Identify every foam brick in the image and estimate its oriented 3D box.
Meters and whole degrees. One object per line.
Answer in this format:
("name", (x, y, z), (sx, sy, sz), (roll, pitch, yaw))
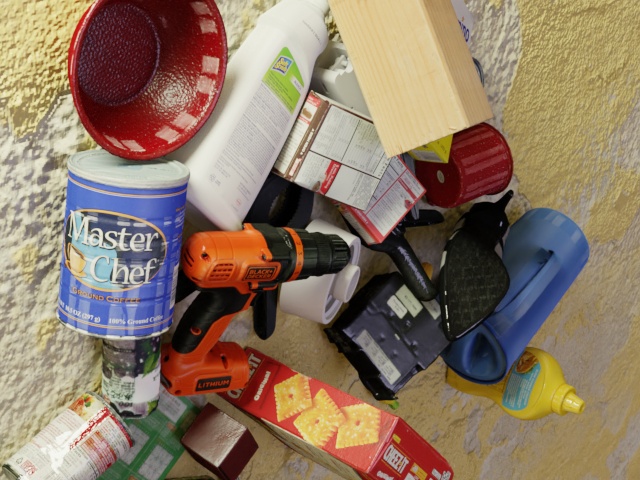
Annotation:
("foam brick", (-0.105, 0.212, 1.111), (0.051, 0.053, 0.078), (-53, 160, -18))

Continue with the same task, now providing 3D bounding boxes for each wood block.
("wood block", (0.081, -0.194, 1.028), (0.090, 0.091, 0.206), (-26, 96, -62))

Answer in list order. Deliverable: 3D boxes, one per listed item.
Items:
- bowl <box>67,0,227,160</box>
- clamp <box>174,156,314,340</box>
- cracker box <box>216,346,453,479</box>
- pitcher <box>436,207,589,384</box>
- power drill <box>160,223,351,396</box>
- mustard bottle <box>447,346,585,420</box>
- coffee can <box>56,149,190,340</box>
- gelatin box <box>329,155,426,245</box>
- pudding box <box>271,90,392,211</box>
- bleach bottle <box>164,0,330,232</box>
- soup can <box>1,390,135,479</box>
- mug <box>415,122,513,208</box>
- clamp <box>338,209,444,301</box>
("bowl", (-0.156, -0.151, 0.900), (0.161, 0.055, 0.162), (-23, 123, -40))
("clamp", (-0.057, 0.001, 1.095), (0.210, 0.036, 0.164), (-58, 141, -5))
("cracker box", (0.018, 0.204, 1.136), (0.072, 0.214, 0.164), (-58, 140, -14))
("pitcher", (0.253, 0.061, 1.388), (0.242, 0.149, 0.145), (-43, 135, -31))
("power drill", (-0.074, 0.064, 1.031), (0.184, 0.057, 0.188), (1, 129, -38))
("mustard bottle", (0.264, 0.184, 1.415), (0.058, 0.192, 0.096), (17, 94, -50))
("coffee can", (-0.170, 0.002, 0.918), (0.102, 0.103, 0.140), (-9, 114, -46))
("gelatin box", (0.062, -0.051, 1.152), (0.073, 0.030, 0.089), (49, 66, -15))
("pudding box", (0.019, -0.087, 1.062), (0.113, 0.039, 0.090), (19, 101, -44))
("bleach bottle", (-0.058, -0.130, 1.016), (0.250, 0.068, 0.102), (-59, 143, -14))
("soup can", (-0.229, 0.195, 0.972), (0.102, 0.069, 0.068), (-42, 134, -27))
("mug", (0.163, -0.080, 1.273), (0.081, 0.093, 0.117), (-22, 159, -35))
("clamp", (0.084, -0.021, 1.216), (0.171, 0.039, 0.120), (43, 41, -29))
